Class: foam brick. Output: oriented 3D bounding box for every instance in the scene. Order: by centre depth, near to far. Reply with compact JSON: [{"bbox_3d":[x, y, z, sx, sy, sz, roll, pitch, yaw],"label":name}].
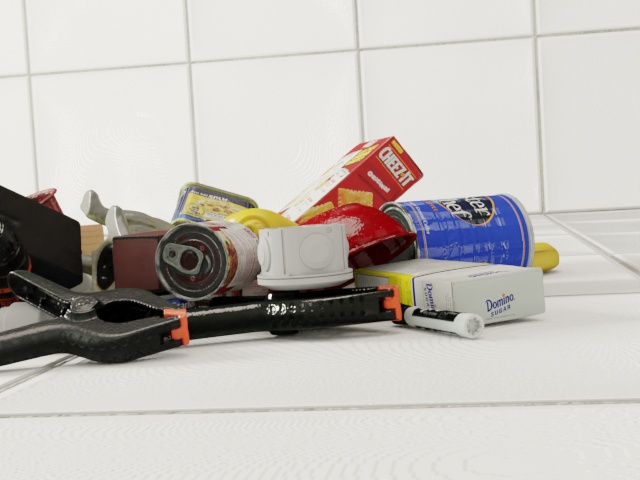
[{"bbox_3d":[-0.153,0.018,1.010,0.051,0.053,0.078,-2,3,23],"label":"foam brick"}]

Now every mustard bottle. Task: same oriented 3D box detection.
[{"bbox_3d":[-0.057,0.001,1.123,0.096,0.058,0.191,8,-4,8],"label":"mustard bottle"}]

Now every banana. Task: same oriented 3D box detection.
[{"bbox_3d":[0.233,0.027,1.282,0.070,0.037,0.197,-24,-13,42],"label":"banana"}]

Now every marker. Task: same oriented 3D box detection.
[{"bbox_3d":[0.090,0.064,0.865,0.020,0.020,0.121,-5,4,-26],"label":"marker"}]

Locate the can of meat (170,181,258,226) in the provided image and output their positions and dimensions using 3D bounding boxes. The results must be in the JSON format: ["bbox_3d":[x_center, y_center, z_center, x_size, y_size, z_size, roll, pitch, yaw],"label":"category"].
[{"bbox_3d":[-0.131,-0.018,1.293,0.102,0.057,0.084,16,34,-4],"label":"can of meat"}]

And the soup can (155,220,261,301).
[{"bbox_3d":[-0.098,0.016,0.968,0.068,0.068,0.102,-2,2,16],"label":"soup can"}]

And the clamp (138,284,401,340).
[{"bbox_3d":[-0.039,0.061,0.891,0.210,0.036,0.164,-5,2,24],"label":"clamp"}]

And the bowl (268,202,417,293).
[{"bbox_3d":[0.010,0.009,1.025,0.162,0.055,0.162,-25,-11,-6],"label":"bowl"}]

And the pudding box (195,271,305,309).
[{"bbox_3d":[-0.076,0.051,1.089,0.090,0.039,0.113,-1,3,39],"label":"pudding box"}]

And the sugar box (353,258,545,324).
[{"bbox_3d":[0.110,0.045,0.953,0.093,0.048,0.176,-8,7,-24],"label":"sugar box"}]

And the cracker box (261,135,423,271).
[{"bbox_3d":[0.010,-0.033,1.319,0.213,0.072,0.164,-41,10,-8],"label":"cracker box"}]

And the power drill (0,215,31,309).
[{"bbox_3d":[-0.356,0.036,0.962,0.187,0.057,0.184,-4,-28,-11],"label":"power drill"}]

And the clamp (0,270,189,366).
[{"bbox_3d":[-0.186,0.058,0.830,0.171,0.039,0.120,0,36,-2],"label":"clamp"}]

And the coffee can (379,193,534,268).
[{"bbox_3d":[0.138,0.005,1.122,0.140,0.103,0.103,-5,3,-23],"label":"coffee can"}]
